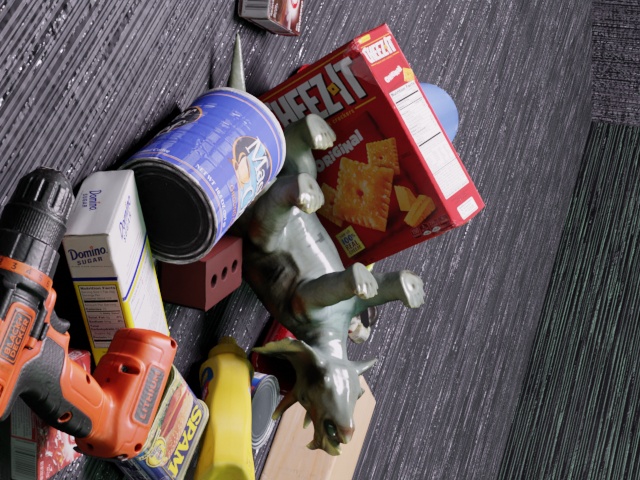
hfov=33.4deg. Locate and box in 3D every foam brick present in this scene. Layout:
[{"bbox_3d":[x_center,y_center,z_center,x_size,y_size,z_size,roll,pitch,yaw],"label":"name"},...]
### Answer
[{"bbox_3d":[-0.114,0.028,1.025,0.078,0.051,0.053,-39,136,-61],"label":"foam brick"}]

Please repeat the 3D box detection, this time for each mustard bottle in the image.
[{"bbox_3d":[-0.095,0.173,1.076,0.191,0.058,0.096,-93,-170,-46],"label":"mustard bottle"}]

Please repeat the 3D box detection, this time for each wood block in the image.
[{"bbox_3d":[-0.008,0.274,1.365,0.091,0.090,0.206,65,40,-56],"label":"wood block"}]

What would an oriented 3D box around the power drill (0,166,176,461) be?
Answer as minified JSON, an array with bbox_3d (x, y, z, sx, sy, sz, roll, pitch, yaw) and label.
[{"bbox_3d":[-0.178,0.065,0.749,0.187,0.057,0.184,45,58,-51],"label":"power drill"}]

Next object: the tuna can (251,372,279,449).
[{"bbox_3d":[-0.079,0.193,1.219,0.086,0.034,0.086,10,90,-70],"label":"tuna can"}]

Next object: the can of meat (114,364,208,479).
[{"bbox_3d":[-0.154,0.170,0.980,0.084,0.057,0.102,68,37,-50],"label":"can of meat"}]

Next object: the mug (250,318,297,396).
[{"bbox_3d":[-0.030,0.133,1.264,0.117,0.093,0.081,-57,-174,45],"label":"mug"}]

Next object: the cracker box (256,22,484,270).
[{"bbox_3d":[0.044,-0.088,1.100,0.072,0.164,0.213,-36,98,-49],"label":"cracker box"}]

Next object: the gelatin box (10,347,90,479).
[{"bbox_3d":[-0.212,0.137,0.845,0.073,0.030,0.089,-32,129,-64],"label":"gelatin box"}]

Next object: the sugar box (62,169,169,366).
[{"bbox_3d":[-0.166,0.040,0.877,0.093,0.048,0.176,-84,168,-54],"label":"sugar box"}]

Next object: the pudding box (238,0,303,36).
[{"bbox_3d":[-0.045,-0.273,1.089,0.090,0.039,0.113,3,97,-70],"label":"pudding box"}]

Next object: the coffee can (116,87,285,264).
[{"bbox_3d":[-0.105,-0.059,0.937,0.140,0.103,0.103,-54,147,-50],"label":"coffee can"}]
